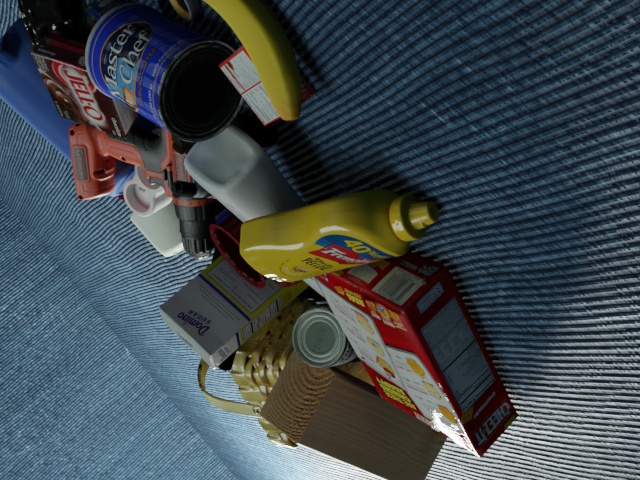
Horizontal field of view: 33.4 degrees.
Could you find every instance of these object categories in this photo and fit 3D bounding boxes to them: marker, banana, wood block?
[{"bbox_3d":[-0.120,-0.056,1.211,0.020,0.120,0.020,0,90,43],"label":"marker"},{"bbox_3d":[-0.077,-0.189,0.911,0.198,0.070,0.037,41,-158,-1],"label":"banana"},{"bbox_3d":[0.043,0.214,1.263,0.205,0.091,0.090,30,177,-37],"label":"wood block"}]

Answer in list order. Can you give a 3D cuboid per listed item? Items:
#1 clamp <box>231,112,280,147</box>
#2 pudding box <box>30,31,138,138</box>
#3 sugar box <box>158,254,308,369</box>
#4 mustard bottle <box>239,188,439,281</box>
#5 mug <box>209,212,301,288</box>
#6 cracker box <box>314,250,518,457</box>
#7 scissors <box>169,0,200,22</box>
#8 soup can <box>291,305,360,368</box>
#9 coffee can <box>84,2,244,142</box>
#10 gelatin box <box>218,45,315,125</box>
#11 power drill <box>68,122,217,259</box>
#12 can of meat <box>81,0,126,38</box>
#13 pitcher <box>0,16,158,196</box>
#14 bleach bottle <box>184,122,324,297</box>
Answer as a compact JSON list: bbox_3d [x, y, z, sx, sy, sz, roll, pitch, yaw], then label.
[{"bbox_3d":[-0.104,-0.128,1.133,0.171,0.039,0.120,40,154,6],"label":"clamp"},{"bbox_3d":[-0.255,-0.169,1.166,0.090,0.039,0.113,20,154,17],"label":"pudding box"},{"bbox_3d":[-0.094,0.061,1.260,0.093,0.176,0.048,40,160,25],"label":"sugar box"},{"bbox_3d":[0.024,-0.007,0.970,0.192,0.058,0.096,-14,153,38],"label":"mustard bottle"},{"bbox_3d":[-0.058,0.001,1.211,0.117,0.081,0.093,43,161,18],"label":"mug"},{"bbox_3d":[0.093,0.098,1.076,0.164,0.072,0.213,25,151,51],"label":"cracker box"},{"bbox_3d":[-0.141,-0.266,0.977,0.096,0.016,0.202,46,162,3],"label":"scissors"},{"bbox_3d":[0.019,0.106,1.194,0.068,0.068,0.102,42,-165,20],"label":"soup can"},{"bbox_3d":[-0.155,-0.169,1.062,0.140,0.102,0.103,32,155,41],"label":"coffee can"},{"bbox_3d":[-0.050,-0.149,0.980,0.073,0.030,0.089,51,162,-10],"label":"gelatin box"},{"bbox_3d":[-0.205,-0.075,1.267,0.188,0.057,0.184,9,113,26],"label":"power drill"},{"bbox_3d":[-0.213,-0.213,1.183,0.084,0.057,0.102,43,161,25],"label":"can of meat"},{"bbox_3d":[-0.315,-0.177,1.402,0.243,0.149,0.145,45,147,1],"label":"pitcher"},{"bbox_3d":[-0.034,-0.013,1.117,0.103,0.068,0.250,39,173,48],"label":"bleach bottle"}]
